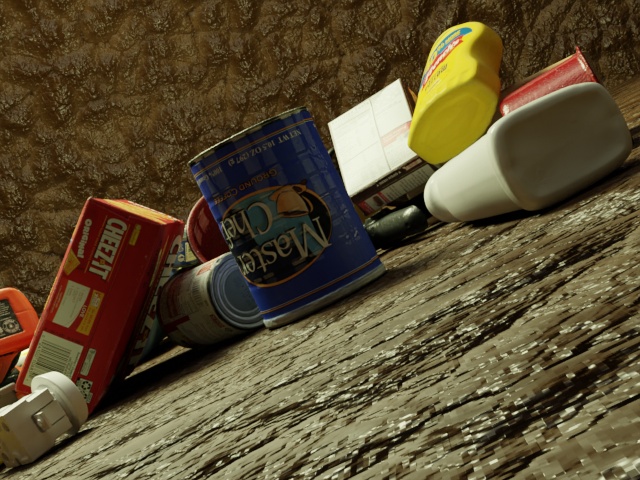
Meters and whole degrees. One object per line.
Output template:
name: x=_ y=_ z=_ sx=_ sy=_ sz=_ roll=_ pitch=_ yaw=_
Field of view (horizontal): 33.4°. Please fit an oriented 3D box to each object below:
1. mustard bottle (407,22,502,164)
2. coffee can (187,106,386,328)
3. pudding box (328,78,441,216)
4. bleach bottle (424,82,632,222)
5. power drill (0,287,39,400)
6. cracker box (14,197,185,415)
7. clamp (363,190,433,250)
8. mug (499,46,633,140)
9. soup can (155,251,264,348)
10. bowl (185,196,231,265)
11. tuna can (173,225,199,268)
mustard bottle: x=0.131 y=-0.155 z=1.011 sx=0.096 sy=0.058 sz=0.191 roll=-49 pitch=14 yaw=34
coffee can: x=-0.025 y=-0.017 z=0.817 sx=0.103 sy=0.140 sz=0.103 roll=-26 pitch=2 yaw=1
pudding box: x=0.061 y=-0.092 z=1.043 sx=0.090 sy=0.039 sz=0.113 roll=-31 pitch=45 yaw=21
bleach bottle: x=0.132 y=-0.050 z=0.817 sx=0.102 sy=0.068 sz=0.251 roll=-26 pitch=0 yaw=-15
power drill: x=-0.325 y=0.123 z=0.922 sx=0.184 sy=0.057 sz=0.188 roll=-20 pitch=-22 yaw=-37
cracker box: x=-0.181 y=0.050 z=0.926 sx=0.214 sy=0.072 sz=0.164 roll=-145 pitch=75 yaw=-88
clamp: x=0.073 y=-0.017 z=1.037 sx=0.120 sy=0.039 sz=0.172 roll=-26 pitch=1 yaw=-42
mug: x=0.205 y=-0.111 z=0.915 sx=0.082 sy=0.093 sz=0.117 roll=-31 pitch=33 yaw=17
soup can: x=-0.087 y=0.051 z=0.899 sx=0.068 sy=0.068 sz=0.102 roll=-27 pitch=3 yaw=-35
bowl: x=-0.045 y=0.005 z=1.012 sx=0.161 sy=0.162 sz=0.055 roll=-27 pitch=-40 yaw=-27
tuna can: x=-0.174 y=0.006 z=1.179 sx=0.086 sy=0.034 sz=0.086 roll=0 pitch=12 yaw=0
